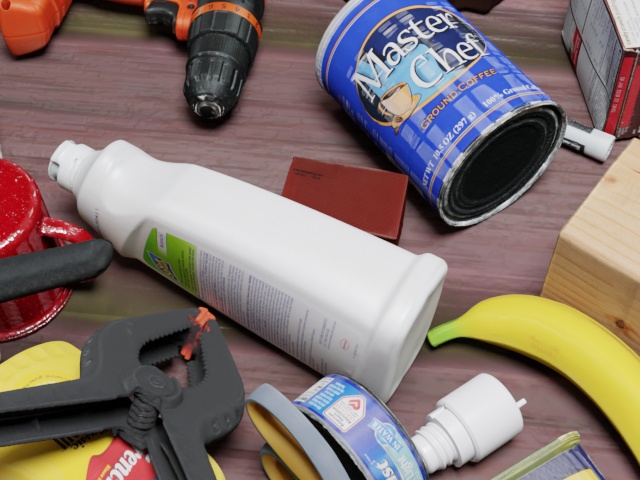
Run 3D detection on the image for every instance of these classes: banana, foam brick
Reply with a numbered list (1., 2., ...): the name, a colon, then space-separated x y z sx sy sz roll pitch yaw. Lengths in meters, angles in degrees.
1. banana: 0.157 0.088 0.616 0.198 0.037 0.070 38 101 26
2. foam brick: 0.014 -0.013 0.680 0.078 0.051 0.053 11 55 8

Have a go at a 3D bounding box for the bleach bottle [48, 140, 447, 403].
1. bleach bottle: -0.054 0.001 0.635 0.251 0.103 0.068 28 55 14

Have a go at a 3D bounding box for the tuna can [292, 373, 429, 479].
1. tuna can: 0.018 0.114 0.572 0.033 0.086 0.086 -35 62 -23

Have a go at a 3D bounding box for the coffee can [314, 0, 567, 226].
1. coffee can: 0.077 -0.093 0.703 0.102 0.103 0.140 -29 60 -18

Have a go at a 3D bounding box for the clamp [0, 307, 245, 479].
1. clamp: -0.084 0.094 0.555 0.164 0.036 0.209 30 23 7

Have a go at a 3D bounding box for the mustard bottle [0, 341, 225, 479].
1. mustard bottle: -0.108 0.136 0.573 0.192 0.058 0.096 33 40 20

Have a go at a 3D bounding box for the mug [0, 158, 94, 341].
1. mug: -0.192 0.004 0.654 0.117 0.081 0.093 7 56 6

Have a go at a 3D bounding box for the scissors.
1. scissors: 0.026 0.160 0.550 0.016 0.096 0.202 -34 74 -24

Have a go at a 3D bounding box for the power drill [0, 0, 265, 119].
1. power drill: -0.135 -0.167 0.788 0.187 0.057 0.184 6 52 2

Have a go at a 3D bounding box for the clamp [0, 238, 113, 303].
1. clamp: -0.213 0.014 0.577 0.171 0.039 0.120 -35 66 -24
